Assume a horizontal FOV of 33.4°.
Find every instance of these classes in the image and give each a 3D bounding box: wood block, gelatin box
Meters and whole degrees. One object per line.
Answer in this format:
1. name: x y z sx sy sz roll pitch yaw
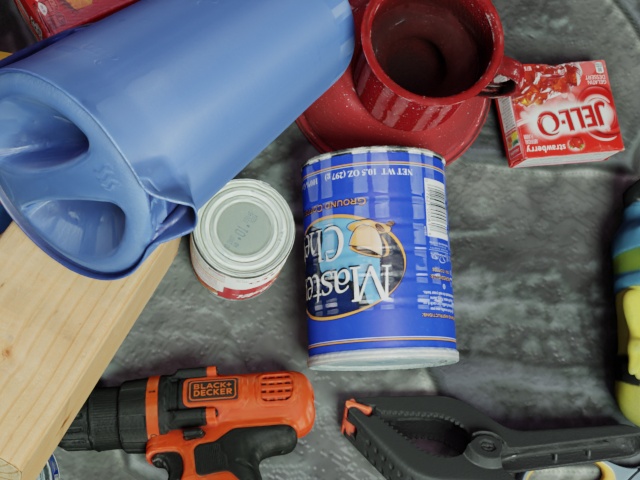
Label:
1. wood block: -0.173 0.050 0.676 0.090 0.091 0.206 28 57 -1
2. gelatin box: 0.179 -0.095 0.801 0.089 0.030 0.073 -6 79 -19

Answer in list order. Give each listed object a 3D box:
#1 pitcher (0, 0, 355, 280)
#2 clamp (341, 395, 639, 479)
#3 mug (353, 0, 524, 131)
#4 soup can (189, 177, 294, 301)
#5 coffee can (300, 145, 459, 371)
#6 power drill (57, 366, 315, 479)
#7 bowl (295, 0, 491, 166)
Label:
1. pitcher: -0.092 -0.097 0.664 0.149 0.145 0.242 54 49 -9
2. clamp: 0.111 0.157 0.710 0.210 0.164 0.036 14 122 9
3. mug: 0.079 -0.120 0.717 0.117 0.081 0.093 12 78 -4
4. soup can: -0.055 0.001 0.726 0.068 0.102 0.068 1 79 -7
5. coffee can: 0.039 0.016 0.734 0.102 0.103 0.140 -1 79 -7
6. power drill: -0.091 0.163 0.673 0.184 0.057 0.187 -6 47 1
7. bowl: 0.055 -0.129 0.788 0.162 0.055 0.162 1 79 -6
